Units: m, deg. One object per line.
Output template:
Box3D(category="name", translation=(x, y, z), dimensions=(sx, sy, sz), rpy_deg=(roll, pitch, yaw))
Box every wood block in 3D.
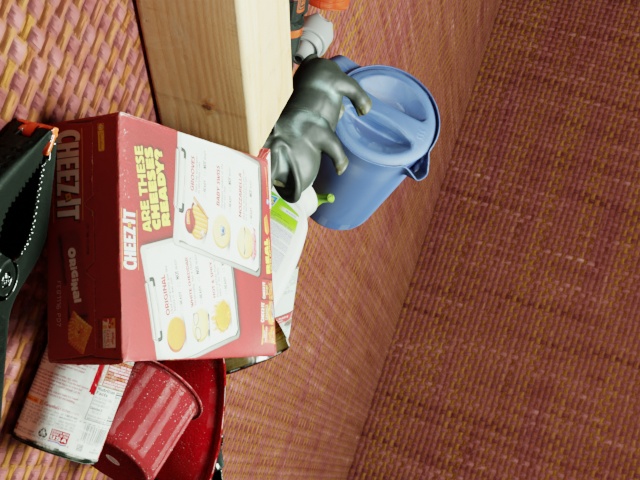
Box3D(category="wood block", translation=(-0.081, -0.171, 0.834), dimensions=(0.206, 0.091, 0.090), rpy_deg=(90, 21, -56))

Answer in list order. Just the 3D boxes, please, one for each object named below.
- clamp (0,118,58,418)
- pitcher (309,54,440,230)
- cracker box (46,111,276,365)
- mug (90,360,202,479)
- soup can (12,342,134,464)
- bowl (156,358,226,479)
Box3D(category="clamp", translation=(-0.209, 0.023, 0.639), dimensions=(0.164, 0.036, 0.210), rpy_deg=(46, 59, -77))
Box3D(category="pitcher", translation=(0.043, -0.113, 1.334), dimensions=(0.243, 0.145, 0.149), rpy_deg=(124, -24, -64))
Box3D(category="cracker box", translation=(-0.111, 0.007, 0.787), dimensions=(0.213, 0.072, 0.164), rpy_deg=(10, 76, -64))
Box3D(category="mug", translation=(-0.166, 0.164, 0.937), dimensions=(0.081, 0.093, 0.117), rpy_deg=(-59, -179, -35))
Box3D(category="soup can", translation=(-0.183, 0.110, 0.808), dimensions=(0.068, 0.068, 0.102), rpy_deg=(56, 53, -75))
Box3D(category="bowl", translation=(-0.139, 0.173, 1.041), dimensions=(0.162, 0.055, 0.162), rpy_deg=(-171, -90, -73))
